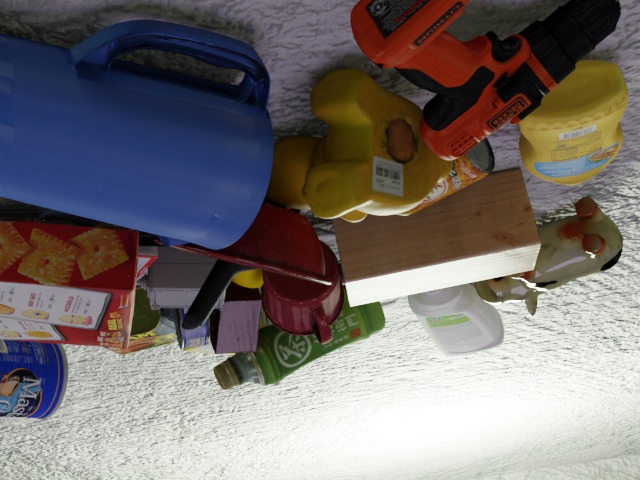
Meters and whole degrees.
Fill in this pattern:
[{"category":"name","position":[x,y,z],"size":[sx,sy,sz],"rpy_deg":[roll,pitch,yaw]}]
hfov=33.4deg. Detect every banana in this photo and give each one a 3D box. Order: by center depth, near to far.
[{"category":"banana","position":[-0.072,0.013,1.174],"size":[0.069,0.037,0.198],"rpy_deg":[-36,166,-14]}]

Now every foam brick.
[{"category":"foam brick","position":[-0.103,0.089,1.272],"size":[0.051,0.053,0.078],"rpy_deg":[-1,119,-17]}]

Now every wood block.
[{"category":"wood block","position":[0.121,-0.002,1.146],"size":[0.206,0.090,0.091],"rpy_deg":[-12,158,2]}]

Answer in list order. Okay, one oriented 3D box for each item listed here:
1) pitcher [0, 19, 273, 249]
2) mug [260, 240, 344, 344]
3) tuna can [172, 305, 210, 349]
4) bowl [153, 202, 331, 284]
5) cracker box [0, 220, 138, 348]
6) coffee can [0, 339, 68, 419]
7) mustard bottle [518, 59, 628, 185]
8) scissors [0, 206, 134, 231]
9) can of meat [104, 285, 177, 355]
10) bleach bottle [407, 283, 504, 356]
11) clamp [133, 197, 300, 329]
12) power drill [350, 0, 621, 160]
[{"category":"pitcher","position":[-0.160,-0.084,0.786],"size":[0.242,0.149,0.145],"rpy_deg":[11,171,-37]},{"category":"mug","position":[-0.016,0.056,1.143],"size":[0.093,0.117,0.081],"rpy_deg":[-19,157,-7]},{"category":"tuna can","position":[-0.151,0.081,1.231],"size":[0.033,0.086,0.086],"rpy_deg":[-7,158,-13]},{"category":"bowl","position":[-0.063,-0.005,0.945],"size":[0.162,0.055,0.162],"rpy_deg":[14,177,1]},{"category":"cracker box","position":[-0.287,0.041,1.032],"size":[0.213,0.072,0.164],"rpy_deg":[6,155,-9]},{"category":"coffee can","position":[-0.394,0.164,1.301],"size":[0.140,0.103,0.103],"rpy_deg":[12,149,-43]},{"category":"mustard bottle","position":[0.235,-0.098,1.002],"size":[0.096,0.058,0.191],"rpy_deg":[-15,158,8]},{"category":"scissors","position":[-0.252,-0.020,1.031],"size":[0.201,0.016,0.096],"rpy_deg":[-6,158,-10]},{"category":"can of meat","position":[-0.225,0.098,1.281],"size":[0.102,0.057,0.084],"rpy_deg":[-14,161,10]},{"category":"bleach bottle","position":[0.181,0.091,1.440],"size":[0.103,0.068,0.250],"rpy_deg":[-15,155,11]},{"category":"clamp","position":[-0.089,0.013,1.046],"size":[0.171,0.120,0.039],"rpy_deg":[-21,163,-10]},{"category":"power drill","position":[0.123,-0.151,0.793],"size":[0.185,0.057,0.187],"rpy_deg":[-40,144,16]}]
